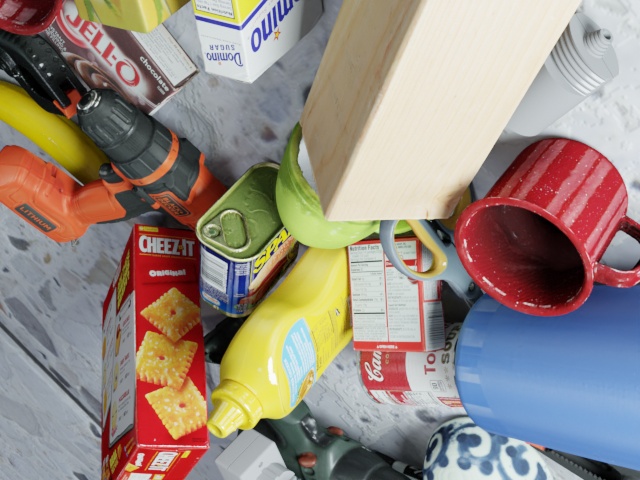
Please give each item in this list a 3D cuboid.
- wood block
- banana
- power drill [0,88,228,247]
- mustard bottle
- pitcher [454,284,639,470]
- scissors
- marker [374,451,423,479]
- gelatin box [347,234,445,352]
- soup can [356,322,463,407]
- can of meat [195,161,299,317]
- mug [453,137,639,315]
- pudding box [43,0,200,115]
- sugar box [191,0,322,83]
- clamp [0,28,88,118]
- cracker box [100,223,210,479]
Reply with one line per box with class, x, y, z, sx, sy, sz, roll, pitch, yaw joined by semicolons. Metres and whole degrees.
wood block;0.062;-0.107;0.631;0.206;0.090;0.090;114;148;-52
banana;-0.259;-0.098;0.997;0.198;0.037;0.070;40;142;3
power drill;-0.187;-0.055;0.894;0.188;0.057;0.184;-4;147;32
mustard bottle;-0.026;0.082;0.840;0.058;0.191;0.096;20;138;27
pitcher;0.218;0.093;0.700;0.243;0.144;0.149;2;116;45
scissors;0.110;0.012;0.781;0.016;0.096;0.201;15;168;44
marker;0.098;0.229;1.021;0.121;0.020;0.020;16;136;31
gelatin box;0.059;0.041;0.825;0.073;0.030;0.089;-5;87;44
soup can;0.089;0.100;0.858;0.102;0.068;0.068;-6;123;44
can of meat;-0.056;0.001;0.863;0.057;0.102;0.084;30;144;15
mug;0.155;-0.008;0.679;0.117;0.081;0.093;23;139;24
pudding box;-0.161;-0.153;0.853;0.113;0.039;0.090;50;143;-10
sugar box;-0.045;-0.196;0.661;0.048;0.093;0.176;17;138;29
clamp;-0.259;-0.166;0.898;0.172;0.039;0.120;33;160;29
cracker box;-0.156;0.118;0.989;0.072;0.213;0.164;6;148;-20
